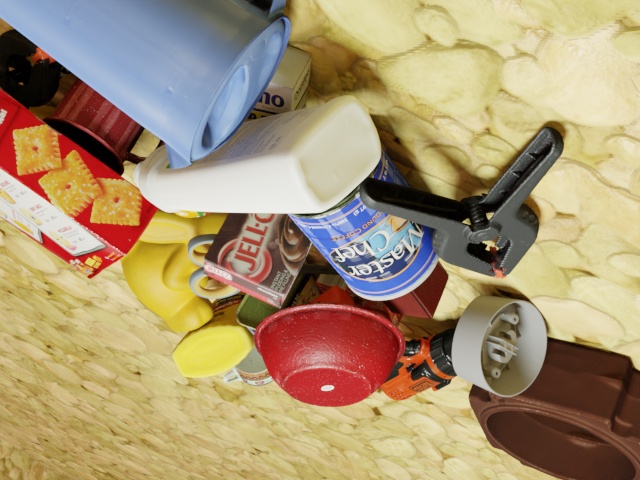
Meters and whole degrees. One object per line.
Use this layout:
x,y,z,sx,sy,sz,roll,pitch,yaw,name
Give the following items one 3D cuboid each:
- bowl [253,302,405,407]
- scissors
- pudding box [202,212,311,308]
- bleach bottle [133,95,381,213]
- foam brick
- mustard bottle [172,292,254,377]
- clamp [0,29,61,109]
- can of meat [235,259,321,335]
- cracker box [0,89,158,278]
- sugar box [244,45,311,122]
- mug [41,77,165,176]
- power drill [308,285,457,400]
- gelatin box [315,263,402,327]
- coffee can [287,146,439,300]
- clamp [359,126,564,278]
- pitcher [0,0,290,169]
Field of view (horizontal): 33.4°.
0.008,0.129,1.112,0.162,0.055,0.162,3,146,2,bowl
-0.056,0.041,1.170,0.201,0.016,0.096,16,128,-21,scissors
-0.057,0.001,1.091,0.090,0.113,0.039,24,150,3,pudding box
-0.072,-0.066,0.913,0.251,0.102,0.068,0,126,47,bleach bottle
0.087,0.035,1.091,0.051,0.053,0.078,3,145,40,foam brick
-0.116,0.106,1.316,0.096,0.191,0.058,-24,100,12,mustard bottle
-0.308,-0.157,1.084,0.172,0.039,0.120,-3,120,48,clamp
-0.040,0.077,1.233,0.058,0.102,0.084,15,155,34,can of meat
-0.277,-0.059,1.042,0.213,0.072,0.164,37,158,-13,cracker box
-0.062,-0.115,0.956,0.093,0.048,0.176,22,156,8,sugar box
-0.204,-0.115,1.048,0.117,0.081,0.093,25,155,5,mug
0.075,0.112,1.177,0.187,0.057,0.185,23,142,-23,power drill
0.045,0.067,1.215,0.089,0.030,0.073,16,153,22,gelatin box
0.036,-0.025,0.958,0.103,0.102,0.140,6,151,36,coffee can
0.125,-0.019,0.915,0.164,0.036,0.210,-11,151,7,clamp
-0.148,-0.184,0.812,0.243,0.149,0.145,34,161,5,pitcher
